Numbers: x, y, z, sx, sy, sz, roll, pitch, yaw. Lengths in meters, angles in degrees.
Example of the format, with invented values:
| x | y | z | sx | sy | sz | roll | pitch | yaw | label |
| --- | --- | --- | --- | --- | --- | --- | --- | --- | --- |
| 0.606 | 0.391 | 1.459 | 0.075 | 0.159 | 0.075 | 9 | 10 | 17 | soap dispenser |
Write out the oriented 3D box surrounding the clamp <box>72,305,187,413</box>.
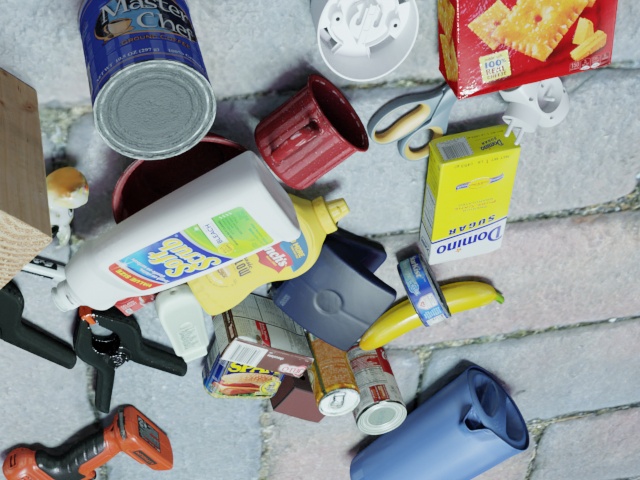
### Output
| x | y | z | sx | sy | sz | roll | pitch | yaw | label |
| --- | --- | --- | --- | --- | --- | --- | --- | --- | --- |
| -0.229 | 0.129 | 1.256 | 0.120 | 0.039 | 0.171 | -24 | 135 | -11 | clamp |

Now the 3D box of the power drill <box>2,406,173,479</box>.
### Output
| x | y | z | sx | sy | sz | roll | pitch | yaw | label |
| --- | --- | --- | --- | --- | --- | --- | --- | --- | --- |
| -0.289 | 0.301 | 1.391 | 0.188 | 0.057 | 0.184 | -27 | 136 | 9 | power drill |

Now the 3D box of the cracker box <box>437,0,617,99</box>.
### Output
| x | y | z | sx | sy | sz | roll | pitch | yaw | label |
| --- | --- | --- | --- | --- | --- | --- | --- | --- | --- |
| 0.194 | -0.249 | 0.993 | 0.164 | 0.072 | 0.214 | -13 | 132 | -7 | cracker box |

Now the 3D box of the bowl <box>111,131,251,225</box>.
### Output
| x | y | z | sx | sy | sz | roll | pitch | yaw | label |
| --- | --- | --- | --- | --- | --- | --- | --- | --- | --- |
| -0.135 | -0.058 | 1.090 | 0.162 | 0.055 | 0.162 | -10 | 136 | -10 | bowl |

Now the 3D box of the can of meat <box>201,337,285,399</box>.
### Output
| x | y | z | sx | sy | sz | roll | pitch | yaw | label |
| --- | --- | --- | --- | --- | --- | --- | --- | --- | --- |
| -0.089 | 0.150 | 1.312 | 0.102 | 0.057 | 0.084 | 6 | 134 | -23 | can of meat |

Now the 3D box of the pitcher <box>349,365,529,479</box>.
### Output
| x | y | z | sx | sy | sz | roll | pitch | yaw | label |
| --- | --- | --- | --- | --- | --- | --- | --- | --- | --- |
| 0.165 | 0.291 | 1.500 | 0.243 | 0.145 | 0.149 | -39 | 121 | 24 | pitcher |

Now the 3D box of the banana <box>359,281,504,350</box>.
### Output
| x | y | z | sx | sy | sz | roll | pitch | yaw | label |
| --- | --- | --- | --- | --- | --- | --- | --- | --- | --- |
| 0.141 | 0.091 | 1.345 | 0.197 | 0.037 | 0.069 | -17 | 134 | -2 | banana |

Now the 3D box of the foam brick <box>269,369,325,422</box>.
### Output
| x | y | z | sx | sy | sz | roll | pitch | yaw | label |
| --- | --- | --- | --- | --- | --- | --- | --- | --- | --- |
| -0.023 | 0.194 | 1.380 | 0.078 | 0.053 | 0.051 | 21 | 123 | -35 | foam brick |

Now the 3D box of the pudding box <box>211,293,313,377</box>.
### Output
| x | y | z | sx | sy | sz | roll | pitch | yaw | label |
| --- | --- | --- | --- | --- | --- | --- | --- | --- | --- |
| -0.070 | 0.107 | 1.251 | 0.113 | 0.090 | 0.039 | 20 | 122 | -33 | pudding box |

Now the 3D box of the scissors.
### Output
| x | y | z | sx | sy | sz | roll | pitch | yaw | label |
| --- | --- | --- | --- | --- | --- | --- | --- | --- | --- |
| 0.146 | -0.147 | 1.128 | 0.202 | 0.016 | 0.096 | -27 | 138 | 8 | scissors |

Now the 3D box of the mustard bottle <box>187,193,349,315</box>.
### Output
| x | y | z | sx | sy | sz | roll | pitch | yaw | label |
| --- | --- | --- | --- | --- | --- | --- | --- | --- | --- |
| -0.058 | 0.002 | 1.165 | 0.191 | 0.058 | 0.096 | -25 | 106 | 5 | mustard bottle |

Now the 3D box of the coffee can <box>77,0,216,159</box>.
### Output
| x | y | z | sx | sy | sz | roll | pitch | yaw | label |
| --- | --- | --- | --- | --- | --- | --- | --- | --- | --- |
| -0.153 | -0.153 | 0.927 | 0.102 | 0.140 | 0.103 | -10 | 135 | -10 | coffee can |

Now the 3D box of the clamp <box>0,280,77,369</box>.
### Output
| x | y | z | sx | sy | sz | roll | pitch | yaw | label |
| --- | --- | --- | --- | --- | --- | --- | --- | --- | --- |
| -0.358 | 0.095 | 1.178 | 0.164 | 0.036 | 0.210 | -10 | 136 | -16 | clamp |

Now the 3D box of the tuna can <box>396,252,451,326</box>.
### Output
| x | y | z | sx | sy | sz | roll | pitch | yaw | label |
| --- | --- | --- | --- | --- | --- | --- | --- | --- | --- |
| 0.123 | 0.059 | 1.273 | 0.034 | 0.086 | 0.086 | -26 | 136 | 9 | tuna can |

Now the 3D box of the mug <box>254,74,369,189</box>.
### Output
| x | y | z | sx | sy | sz | roll | pitch | yaw | label |
| --- | --- | --- | --- | --- | --- | --- | --- | --- | --- |
| -0.015 | -0.101 | 1.052 | 0.082 | 0.117 | 0.093 | -35 | 95 | 23 | mug |

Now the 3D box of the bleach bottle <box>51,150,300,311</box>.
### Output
| x | y | z | sx | sy | sz | roll | pitch | yaw | label |
| --- | --- | --- | --- | --- | --- | --- | --- | --- | --- |
| -0.152 | 0.008 | 1.064 | 0.251 | 0.068 | 0.102 | -27 | 136 | 11 | bleach bottle |

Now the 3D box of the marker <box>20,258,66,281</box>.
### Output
| x | y | z | sx | sy | sz | roll | pitch | yaw | label |
| --- | --- | --- | --- | --- | --- | --- | --- | --- | --- |
| -0.303 | 0.029 | 1.143 | 0.120 | 0.020 | 0.020 | 19 | 125 | -33 | marker |

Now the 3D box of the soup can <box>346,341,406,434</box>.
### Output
| x | y | z | sx | sy | sz | roll | pitch | yaw | label |
| --- | --- | --- | --- | --- | --- | --- | --- | --- | --- |
| 0.065 | 0.189 | 1.369 | 0.068 | 0.102 | 0.068 | -10 | 135 | -10 | soup can |

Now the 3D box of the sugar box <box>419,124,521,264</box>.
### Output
| x | y | z | sx | sy | sz | roll | pitch | yaw | label |
| --- | --- | --- | --- | --- | --- | --- | --- | --- | --- |
| 0.165 | -0.048 | 1.200 | 0.093 | 0.048 | 0.176 | -12 | 140 | -8 | sugar box |

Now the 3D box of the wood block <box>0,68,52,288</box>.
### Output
| x | y | z | sx | sy | sz | roll | pitch | yaw | label |
| --- | --- | --- | --- | --- | --- | --- | --- | --- | --- |
| -0.300 | -0.062 | 0.919 | 0.091 | 0.206 | 0.090 | -40 | 133 | 20 | wood block |
